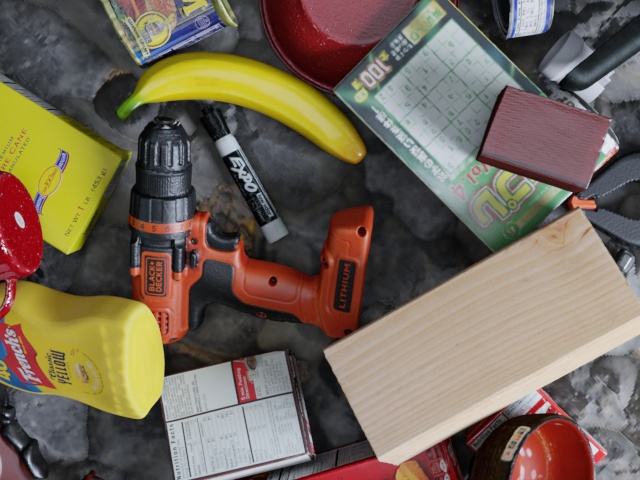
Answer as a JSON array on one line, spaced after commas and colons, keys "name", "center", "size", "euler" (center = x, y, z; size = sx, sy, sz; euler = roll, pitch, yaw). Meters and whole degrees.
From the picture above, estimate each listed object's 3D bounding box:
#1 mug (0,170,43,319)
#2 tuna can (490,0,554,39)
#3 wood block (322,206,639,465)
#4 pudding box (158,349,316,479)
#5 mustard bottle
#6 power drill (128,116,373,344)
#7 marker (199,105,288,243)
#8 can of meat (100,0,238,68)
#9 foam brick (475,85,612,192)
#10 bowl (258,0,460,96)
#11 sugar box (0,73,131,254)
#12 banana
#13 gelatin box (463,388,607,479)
[{"name": "mug", "center": [-0.258, 0.007, 0.794], "size": [0.081, 0.093, 0.117], "euler": [-13, 78, 8]}, {"name": "tuna can", "center": [0.150, -0.197, 0.804], "size": [0.034, 0.086, 0.086], "euler": [-8, 94, 1]}, {"name": "wood block", "center": [0.118, 0.073, 0.771], "size": [0.206, 0.090, 0.091], "euler": [-30, 72, 5]}, {"name": "pudding box", "center": [-0.068, 0.142, 0.849], "size": [0.113, 0.039, 0.090], "euler": [-14, 72, 5]}, {"name": "mustard bottle", "center": [-0.220, 0.078, 0.838], "size": [0.192, 0.058, 0.096], "euler": [9, 126, 20]}, {"name": "power drill", "center": [-0.055, 0.001, 0.822], "size": [0.187, 0.057, 0.184], "euler": [7, 115, 4]}, {"name": "marker", "center": [-0.063, -0.054, 0.857], "size": [0.020, 0.020, 0.121], "euler": [-29, 93, 4]}, {"name": "can of meat", "center": [-0.125, -0.196, 0.831], "size": [0.084, 0.057, 0.102], "euler": [-26, 93, 6]}, {"name": "foam brick", "center": [0.154, -0.070, 0.747], "size": [0.078, 0.053, 0.051], "euler": [18, 91, 3]}, {"name": "bowl", "center": [0.030, -0.192, 0.825], "size": [0.162, 0.055, 0.162], "euler": [0, 94, 2]}, {"name": "sugar box", "center": [-0.249, -0.074, 0.849], "size": [0.176, 0.048, 0.093], "euler": [31, 98, -2]}, {"name": "banana", "center": [-0.057, -0.109, 0.838], "size": [0.197, 0.037, 0.069], "euler": [9, 86, -8]}, {"name": "gelatin box", "center": [0.171, 0.163, 0.858], "size": [0.089, 0.030, 0.073], "euler": [43, 96, -1]}]
